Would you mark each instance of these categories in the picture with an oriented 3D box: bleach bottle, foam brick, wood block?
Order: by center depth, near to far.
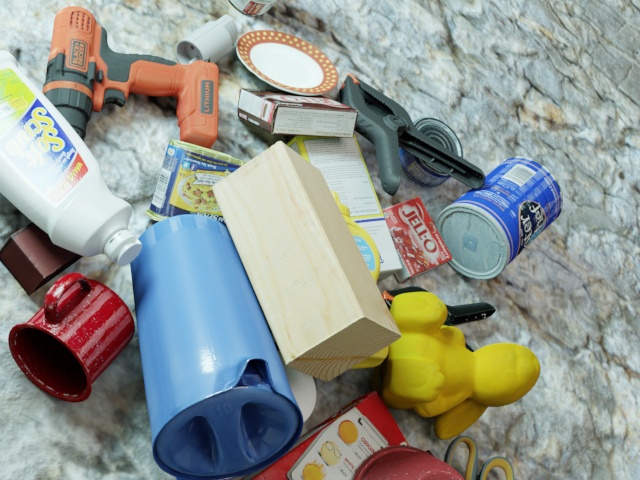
[{"bbox_3d":[-0.256,-0.071,1.008,0.251,0.068,0.102,42,54,17],"label":"bleach bottle"},{"bbox_3d":[-0.261,0.006,1.028,0.051,0.053,0.078,50,52,-2],"label":"foam brick"},{"bbox_3d":[-0.016,0.020,1.032,0.090,0.090,0.206,33,28,-58],"label":"wood block"}]

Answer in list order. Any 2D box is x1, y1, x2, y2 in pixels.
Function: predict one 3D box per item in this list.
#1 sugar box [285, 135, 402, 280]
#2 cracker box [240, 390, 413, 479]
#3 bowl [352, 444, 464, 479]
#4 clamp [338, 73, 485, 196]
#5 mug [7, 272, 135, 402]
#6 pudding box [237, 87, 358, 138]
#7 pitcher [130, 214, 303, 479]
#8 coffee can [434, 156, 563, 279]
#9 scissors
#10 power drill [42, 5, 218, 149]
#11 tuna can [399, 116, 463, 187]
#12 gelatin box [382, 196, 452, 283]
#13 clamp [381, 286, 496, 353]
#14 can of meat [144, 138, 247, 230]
[{"bbox_3d":[0.023,-0.036,1.235,0.093,0.048,0.176,-6,74,-37],"label":"sugar box"},{"bbox_3d":[0.011,0.275,1.061,0.213,0.072,0.164,-29,87,-40],"label":"cracker box"},{"bbox_3d":[0.105,0.275,1.042,0.161,0.055,0.162,15,61,-30],"label":"bowl"},{"bbox_3d":[0.081,-0.124,1.268,0.164,0.036,0.210,-13,52,-47],"label":"clamp"},{"bbox_3d":[-0.227,0.079,0.980,0.093,0.117,0.081,16,42,23],"label":"mug"},{"bbox_3d":[-0.027,-0.147,1.229,0.113,0.090,0.039,-3,109,-32],"label":"pudding box"},{"bbox_3d":[-0.113,0.100,1.003,0.145,0.149,0.243,56,10,-47],"label":"pitcher"},{"bbox_3d":[0.222,-0.029,1.322,0.140,0.103,0.103,-37,90,-39],"label":"coffee can"},{"bbox_3d":[0.168,0.314,1.157,0.096,0.016,0.202,8,72,-21],"label":"scissors"},{"bbox_3d":[-0.202,-0.148,1.137,0.187,0.057,0.184,13,65,-29],"label":"power drill"},{"bbox_3d":[0.139,-0.113,1.354,0.086,0.034,0.086,14,61,-27],"label":"tuna can"},{"bbox_3d":[0.107,-0.002,1.282,0.073,0.030,0.089,-21,80,-38],"label":"gelatin box"},{"bbox_3d":[0.141,0.108,1.241,0.171,0.039,0.120,14,42,-23],"label":"clamp"},{"bbox_3d":[-0.122,-0.053,1.118,0.102,0.058,0.084,14,96,-26],"label":"can of meat"}]
